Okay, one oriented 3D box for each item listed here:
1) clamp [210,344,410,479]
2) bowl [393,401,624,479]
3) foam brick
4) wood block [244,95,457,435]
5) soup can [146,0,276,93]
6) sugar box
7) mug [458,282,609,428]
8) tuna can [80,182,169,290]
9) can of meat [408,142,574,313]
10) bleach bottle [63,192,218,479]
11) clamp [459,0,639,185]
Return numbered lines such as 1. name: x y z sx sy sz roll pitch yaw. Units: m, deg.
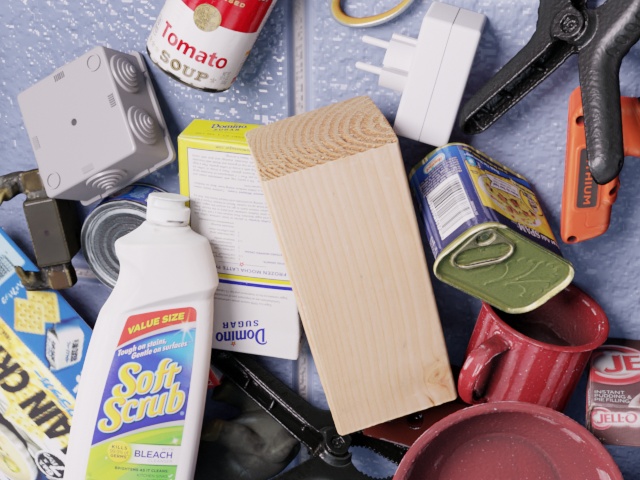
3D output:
1. clamp: 0.001 0.157 0.834 0.209 0.164 0.036 9 139 -21
2. bowl: 0.126 0.183 0.734 0.162 0.055 0.162 0 96 5
3. foam brick: 0.077 0.126 0.826 0.078 0.051 0.053 13 117 8
4. wood block: 0.023 0.018 0.738 0.091 0.090 0.206 -18 119 -3
5. soup can: -0.068 -0.159 0.718 0.068 0.068 0.102 31 119 -2
6. sugar box: -0.055 0.001 0.805 0.093 0.048 0.176 8 120 10
7. mug: 0.140 0.083 0.758 0.093 0.117 0.082 37 129 31
8. tuna can: -0.142 0.001 0.833 0.086 0.033 0.086 6 116 12
9. can of meat: 0.111 -0.010 0.713 0.102 0.084 0.058 25 126 -37
10. bleach bottle: -0.132 0.090 0.780 0.102 0.068 0.251 6 101 -11
11. clamp: 0.167 -0.119 0.657 0.120 0.039 0.171 37 107 34
